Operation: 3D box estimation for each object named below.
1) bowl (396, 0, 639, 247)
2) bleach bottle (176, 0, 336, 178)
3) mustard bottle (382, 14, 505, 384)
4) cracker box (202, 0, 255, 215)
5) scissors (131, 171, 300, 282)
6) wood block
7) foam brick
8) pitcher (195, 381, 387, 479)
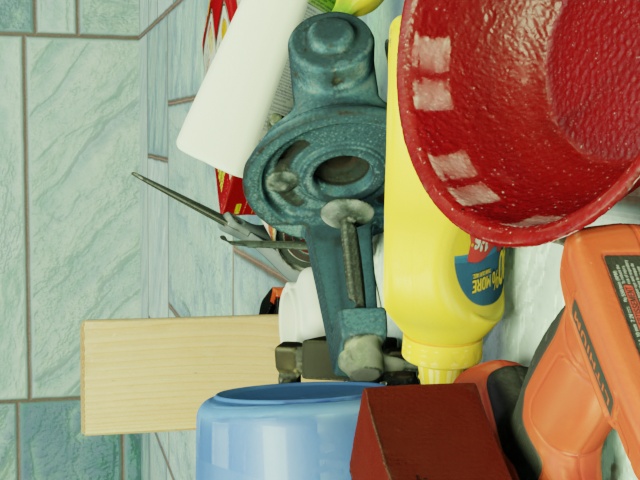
[{"bbox_3d":[0.097,-0.076,0.404,0.162,0.055,0.162,-11,77,58],"label":"bowl"},{"bbox_3d":[-0.021,-0.170,0.781,0.251,0.068,0.102,-66,-13,8],"label":"bleach bottle"},{"bbox_3d":[0.064,-0.013,0.527,0.096,0.058,0.192,-24,-61,-63],"label":"mustard bottle"},{"bbox_3d":[-0.064,-0.155,1.026,0.164,0.072,0.214,113,151,-58],"label":"cracker box"},{"bbox_3d":[-0.056,0.001,0.840,0.016,0.201,0.096,-52,52,13],"label":"scissors"},{"bbox_3d":[-0.091,0.109,0.878,0.090,0.205,0.091,150,118,-74],"label":"wood block"},{"bbox_3d":[0.046,0.104,0.444,0.078,0.053,0.051,-103,17,-55],"label":"foam brick"},{"bbox_3d":[0.007,0.196,0.536,0.145,0.149,0.243,-4,88,32],"label":"pitcher"}]
